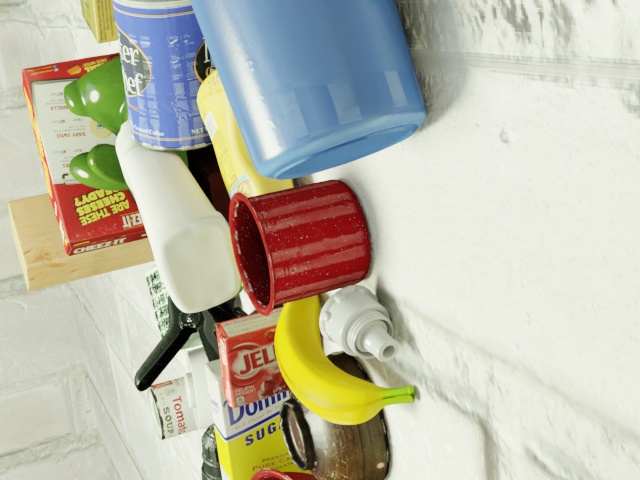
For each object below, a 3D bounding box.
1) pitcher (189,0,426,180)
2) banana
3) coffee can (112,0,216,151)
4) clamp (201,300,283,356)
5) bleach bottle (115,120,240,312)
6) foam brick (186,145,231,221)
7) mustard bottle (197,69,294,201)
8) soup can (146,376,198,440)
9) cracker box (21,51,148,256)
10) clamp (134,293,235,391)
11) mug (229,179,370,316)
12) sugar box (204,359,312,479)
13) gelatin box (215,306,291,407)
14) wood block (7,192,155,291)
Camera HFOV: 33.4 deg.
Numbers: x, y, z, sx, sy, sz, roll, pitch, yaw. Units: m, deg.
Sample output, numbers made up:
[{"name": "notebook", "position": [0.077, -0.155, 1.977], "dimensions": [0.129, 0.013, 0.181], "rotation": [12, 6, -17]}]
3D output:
[{"name": "pitcher", "position": [-0.015, -0.168, 0.630], "dimensions": [0.149, 0.145, 0.243], "rotation": [140, 112, -83]}, {"name": "banana", "position": [0.001, 0.093, 0.831], "dimensions": [0.198, 0.069, 0.037], "rotation": [-136, 34, -57]}, {"name": "coffee can", "position": [-0.132, -0.167, 0.976], "dimensions": [0.103, 0.102, 0.140], "rotation": [-131, 32, -54]}, {"name": "clamp", "position": [-0.079, 0.088, 1.057], "dimensions": [0.165, 0.036, 0.210], "rotation": [27, 148, 38]}, {"name": "bleach bottle", "position": [-0.146, -0.046, 0.990], "dimensions": [0.251, 0.068, 0.102], "rotation": [-123, 16, -47]}, {"name": "foam brick", "position": [-0.090, -0.056, 1.011], "dimensions": [0.078, 0.053, 0.051], "rotation": [-137, 38, -58]}, {"name": "mustard bottle", "position": [-0.051, -0.046, 0.898], "dimensions": [0.096, 0.058, 0.191], "rotation": [132, 122, -69]}, {"name": "soup can", "position": [-0.153, 0.196, 1.290], "dimensions": [0.069, 0.102, 0.068], "rotation": [167, 90, -71]}, {"name": "cracker box", "position": [-0.239, -0.105, 1.232], "dimensions": [0.072, 0.164, 0.214], "rotation": [130, 124, -69]}, {"name": "clamp", "position": [-0.146, 0.095, 1.179], "dimensions": [0.039, 0.120, 0.171], "rotation": [59, -151, -64]}, {"name": "mug", "position": [-0.018, 0.003, 0.802], "dimensions": [0.117, 0.081, 0.093], "rotation": [147, 108, -70]}, {"name": "sugar box", "position": [-0.049, 0.189, 1.003], "dimensions": [0.048, 0.093, 0.176], "rotation": [-141, 40, -60]}, {"name": "gelatin box", "position": [-0.044, 0.099, 0.929], "dimensions": [0.030, 0.089, 0.073], "rotation": [-133, 34, -55]}, {"name": "wood block", "position": [-0.267, -0.015, 1.311], "dimensions": [0.090, 0.205, 0.091], "rotation": [120, 132, -65]}]
